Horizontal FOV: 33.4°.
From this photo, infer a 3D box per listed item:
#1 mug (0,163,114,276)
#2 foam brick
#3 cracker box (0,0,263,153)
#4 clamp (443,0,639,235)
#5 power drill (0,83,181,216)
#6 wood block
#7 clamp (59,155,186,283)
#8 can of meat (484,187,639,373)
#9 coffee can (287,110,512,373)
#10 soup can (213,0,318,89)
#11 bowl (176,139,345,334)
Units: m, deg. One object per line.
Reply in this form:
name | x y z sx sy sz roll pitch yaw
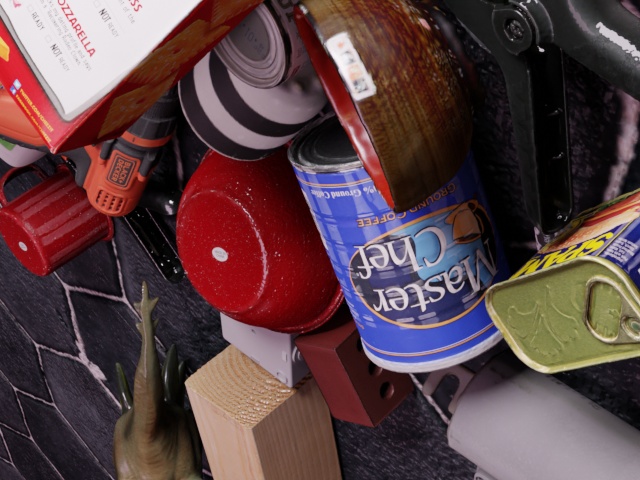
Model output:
mug | -0.276 -0.026 1.072 0.117 0.081 0.093 50 149 3
foam brick | 0.027 0.096 0.826 0.051 0.052 0.078 2 125 53
cracker box | -0.093 -0.170 0.507 0.214 0.072 0.164 -38 87 27
clamp | 0.097 -0.094 0.480 0.210 0.036 0.165 55 156 1
power drill | -0.205 -0.112 0.831 0.187 0.057 0.185 24 134 -9
wood block | -0.046 0.194 0.988 0.090 0.090 0.206 28 142 36
clamp | -0.177 -0.035 0.976 0.172 0.039 0.120 37 141 29
can of meat | 0.149 0.018 0.550 0.057 0.083 0.102 55 149 -5
coffee can | 0.052 -0.007 0.635 0.103 0.102 0.140 10 129 49
soup can | -0.007 -0.135 0.583 0.069 0.102 0.068 34 145 28
bowl | -0.055 0.001 0.785 0.162 0.055 0.162 16 116 36
